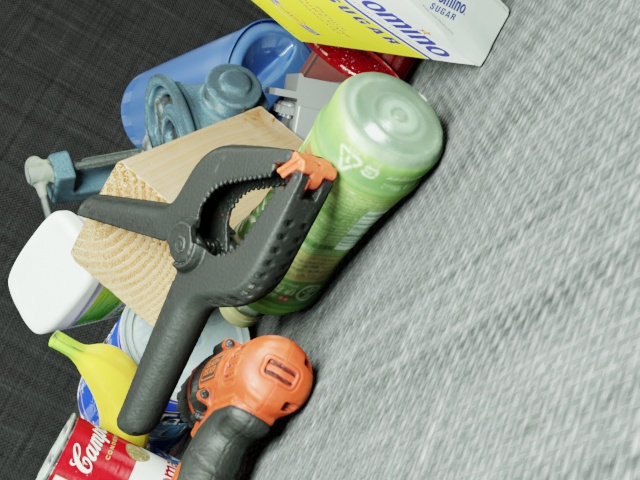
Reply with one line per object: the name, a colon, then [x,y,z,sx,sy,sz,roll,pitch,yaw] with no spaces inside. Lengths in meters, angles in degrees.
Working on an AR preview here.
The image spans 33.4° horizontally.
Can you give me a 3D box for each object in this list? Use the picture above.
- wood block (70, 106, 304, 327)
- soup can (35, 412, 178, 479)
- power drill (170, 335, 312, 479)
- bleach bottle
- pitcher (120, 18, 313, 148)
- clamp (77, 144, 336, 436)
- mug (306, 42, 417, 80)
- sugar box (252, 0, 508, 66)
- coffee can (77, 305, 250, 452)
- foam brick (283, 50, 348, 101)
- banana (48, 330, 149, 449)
wood block: [-0.081,-0.023,0.808,0.090,0.091,0.205,-56,-10,28]
soup can: [-0.142,0.173,0.739,0.068,0.102,0.068,-58,10,17]
power drill: [-0.082,0.148,0.637,0.187,0.057,0.185,-65,11,-22]
bleach bottle: [-0.130,0.016,0.893,0.250,0.068,0.103,-8,-30,-51]
pitcher: [-0.109,-0.158,1.194,0.243,0.149,0.145,-4,56,49]
clamp: [-0.070,0.016,0.627,0.210,0.036,0.164,-26,67,38]
mug: [0.047,-0.162,0.800,0.081,0.093,0.117,-57,-27,-6]
sugar box: [0.020,-0.154,0.655,0.176,0.093,0.048,24,84,51]
coffee can: [-0.128,0.104,0.857,0.141,0.102,0.102,-49,16,51]
foam brick: [0.003,-0.152,1.052,0.078,0.051,0.053,-54,11,32]
banana: [-0.159,0.140,0.787,0.037,0.069,0.198,-68,-10,-52]
